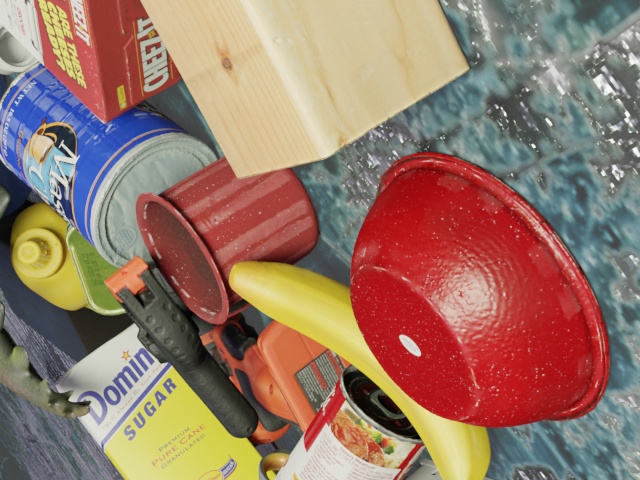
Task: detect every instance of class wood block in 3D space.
[{"bbox_3d":[-0.034,-0.141,0.466,0.091,0.090,0.206,-6,115,61],"label":"wood block"}]

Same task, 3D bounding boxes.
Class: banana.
[{"bbox_3d":[0.034,0.073,0.615,0.198,0.069,0.037,45,127,8],"label":"banana"}]

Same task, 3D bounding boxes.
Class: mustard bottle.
[{"bbox_3d":[-0.221,0.014,0.920,0.096,0.058,0.191,63,-179,4],"label":"mustard bottle"}]

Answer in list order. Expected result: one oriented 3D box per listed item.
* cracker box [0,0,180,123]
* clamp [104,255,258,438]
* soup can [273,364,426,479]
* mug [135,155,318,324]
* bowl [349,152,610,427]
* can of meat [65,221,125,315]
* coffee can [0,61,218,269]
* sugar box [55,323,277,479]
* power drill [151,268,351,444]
[{"bbox_3d":[-0.179,-0.202,0.671,0.214,0.072,0.164,42,151,26],"label":"cracker box"},{"bbox_3d":[-0.095,0.072,0.723,0.120,0.039,0.171,37,166,22],"label":"clamp"},{"bbox_3d":[0.019,0.137,0.667,0.069,0.068,0.102,43,116,26],"label":"soup can"},{"bbox_3d":[-0.054,0.001,0.674,0.093,0.081,0.117,36,147,37],"label":"mug"},{"bbox_3d":[0.065,0.038,0.541,0.162,0.055,0.162,42,151,29],"label":"bowl"},{"bbox_3d":[-0.165,-0.004,0.847,0.084,0.057,0.102,-99,-1,-49],"label":"can of meat"},{"bbox_3d":[-0.151,-0.057,0.752,0.140,0.102,0.103,37,148,36],"label":"coffee can"},{"bbox_3d":[-0.118,0.153,0.832,0.176,0.093,0.048,51,161,6],"label":"sugar box"},{"bbox_3d":[-0.047,0.079,0.784,0.184,0.057,0.188,59,157,-15],"label":"power drill"}]
